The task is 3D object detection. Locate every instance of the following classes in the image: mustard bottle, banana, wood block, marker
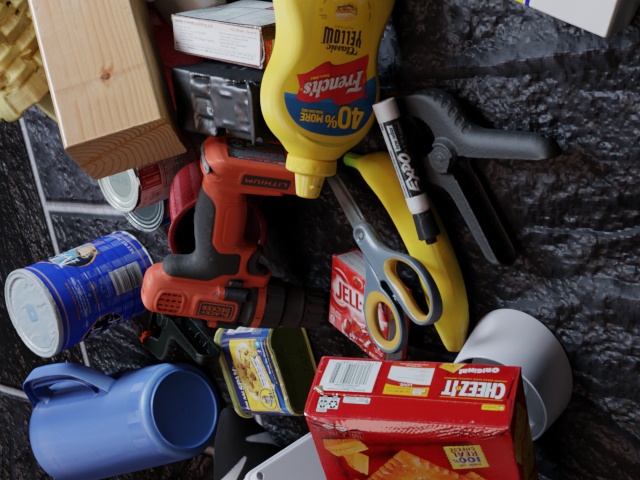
[{"bbox_3d":[0.002,-0.128,0.843,0.058,0.096,0.192,31,116,60],"label":"mustard bottle"},{"bbox_3d":[0.084,0.000,0.902,0.198,0.037,0.070,63,165,6],"label":"banana"},{"bbox_3d":[-0.195,-0.172,0.945,0.090,0.091,0.206,67,-174,-75],"label":"wood block"},{"bbox_3d":[0.070,-0.054,0.849,0.020,0.020,0.121,-9,105,48],"label":"marker"}]

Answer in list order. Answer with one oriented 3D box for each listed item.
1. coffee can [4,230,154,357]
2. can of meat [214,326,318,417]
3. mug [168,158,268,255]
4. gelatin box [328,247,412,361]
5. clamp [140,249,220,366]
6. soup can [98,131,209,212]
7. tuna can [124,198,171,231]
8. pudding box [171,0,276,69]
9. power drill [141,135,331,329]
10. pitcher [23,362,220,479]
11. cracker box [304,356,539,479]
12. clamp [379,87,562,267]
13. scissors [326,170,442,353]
[{"bbox_3d":[-0.269,0.059,1.210,0.103,0.140,0.103,22,124,38],"label":"coffee can"},{"bbox_3d":[-0.051,0.129,1.084,0.084,0.057,0.102,-8,102,46],"label":"can of meat"},{"bbox_3d":[-0.093,-0.034,1.018,0.117,0.093,0.081,-39,34,15],"label":"mug"},{"bbox_3d":[0.043,0.059,0.960,0.089,0.030,0.073,38,134,45],"label":"gelatin box"},{"bbox_3d":[-0.154,0.084,1.149,0.210,0.036,0.164,128,135,-54],"label":"clamp"},{"bbox_3d":[-0.163,-0.074,1.066,0.069,0.102,0.068,22,123,37],"label":"soup can"},{"bbox_3d":[-0.184,-0.055,1.148,0.086,0.033,0.086,22,124,38],"label":"tuna can"},{"bbox_3d":[-0.059,-0.179,0.917,0.114,0.089,0.039,16,119,40],"label":"pudding box"},{"bbox_3d":[-0.056,0.001,0.962,0.057,0.184,0.188,-108,30,-53],"label":"power drill"},{"bbox_3d":[-0.236,0.206,1.254,0.243,0.148,0.145,-19,76,45],"label":"pitcher"},{"bbox_3d":[0.091,0.194,0.872,0.164,0.072,0.213,0,130,21],"label":"cracker box"},{"bbox_3d":[0.108,-0.058,0.844,0.172,0.039,0.120,36,127,37],"label":"clamp"},{"bbox_3d":[0.036,0.016,0.917,0.202,0.016,0.096,48,129,41],"label":"scissors"}]
